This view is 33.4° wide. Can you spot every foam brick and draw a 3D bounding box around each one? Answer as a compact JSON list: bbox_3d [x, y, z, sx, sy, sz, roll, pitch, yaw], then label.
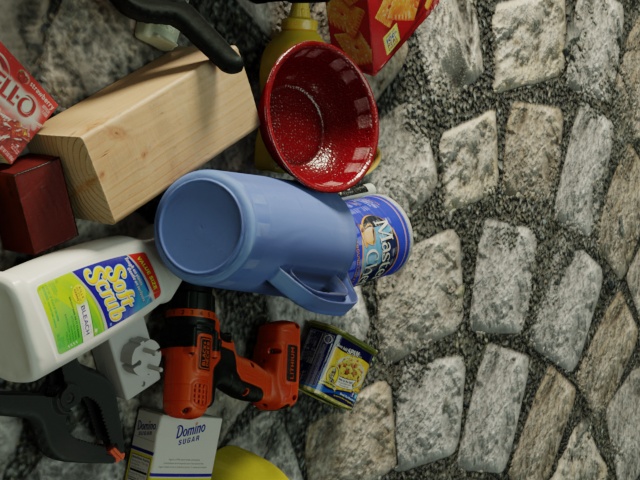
[{"bbox_3d":[-0.260,-0.033,0.961,0.051,0.053,0.078,-29,118,-43],"label":"foam brick"}]

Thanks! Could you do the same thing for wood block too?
[{"bbox_3d":[-0.165,-0.107,1.029,0.205,0.091,0.090,-40,125,-38],"label":"wood block"}]

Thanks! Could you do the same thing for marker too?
[{"bbox_3d":[0.025,-0.054,1.314,0.120,0.020,0.020,-14,107,-47],"label":"marker"}]

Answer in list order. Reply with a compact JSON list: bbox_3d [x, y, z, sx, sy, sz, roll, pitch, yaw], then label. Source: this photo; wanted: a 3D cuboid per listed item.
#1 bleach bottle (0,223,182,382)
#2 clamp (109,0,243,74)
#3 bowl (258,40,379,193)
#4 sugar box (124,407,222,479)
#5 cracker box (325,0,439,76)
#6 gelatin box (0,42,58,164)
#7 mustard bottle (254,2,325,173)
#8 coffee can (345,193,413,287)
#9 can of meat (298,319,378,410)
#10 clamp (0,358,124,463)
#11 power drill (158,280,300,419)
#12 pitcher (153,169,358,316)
[{"bbox_3d":[-0.205,0.037,0.996,0.250,0.068,0.102,-33,115,-53],"label":"bleach bottle"},{"bbox_3d":[-0.138,-0.223,1.013,0.171,0.039,0.120,10,56,-18],"label":"clamp"},{"bbox_3d":[-0.012,-0.127,1.135,0.161,0.055,0.162,7,80,-41],"label":"bowl"},{"bbox_3d":[-0.165,0.269,1.136,0.093,0.048,0.176,16,81,-50],"label":"sugar box"},{"bbox_3d":[0.074,-0.325,1.235,0.164,0.072,0.214,-50,151,-31],"label":"cracker box"},{"bbox_3d":[-0.284,-0.123,0.934,0.073,0.030,0.089,-59,135,-24],"label":"gelatin box"},{"bbox_3d":[-0.027,-0.173,1.202,0.096,0.058,0.192,-4,100,-43],"label":"mustard bottle"},{"bbox_3d":[0.028,0.006,1.265,0.140,0.103,0.103,-17,109,-47],"label":"coffee can"},{"bbox_3d":[0.014,0.156,1.314,0.102,0.058,0.084,34,73,-46],"label":"can of meat"},{"bbox_3d":[-0.248,0.137,1.020,0.209,0.036,0.164,52,57,-39],"label":"clamp"},{"bbox_3d":[-0.098,0.109,1.164,0.187,0.057,0.184,21,68,-50],"label":"power drill"},{"bbox_3d":[-0.057,0.001,1.080,0.242,0.149,0.145,7,86,-67],"label":"pitcher"}]
